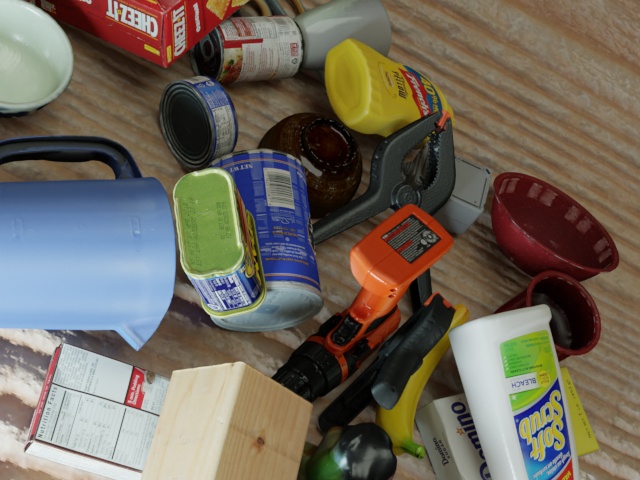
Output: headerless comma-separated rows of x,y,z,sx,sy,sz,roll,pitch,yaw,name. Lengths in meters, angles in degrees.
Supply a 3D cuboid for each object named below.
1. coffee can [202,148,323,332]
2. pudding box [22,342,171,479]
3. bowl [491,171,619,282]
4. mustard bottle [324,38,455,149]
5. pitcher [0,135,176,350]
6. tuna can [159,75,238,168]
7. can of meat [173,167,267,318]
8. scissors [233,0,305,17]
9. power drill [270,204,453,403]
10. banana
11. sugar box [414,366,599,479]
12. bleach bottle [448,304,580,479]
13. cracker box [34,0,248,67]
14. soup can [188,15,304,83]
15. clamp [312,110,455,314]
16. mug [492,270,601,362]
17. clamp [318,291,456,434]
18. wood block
-0.056,0.001,0.986,0.102,0.103,0.140,6,61,-27,coffee can
-0.177,0.145,0.880,0.113,0.039,0.090,21,57,-16,pudding box
0.244,-0.003,1.169,0.162,0.055,0.162,24,31,-15,bowl
0.087,-0.148,1.156,0.191,0.058,0.096,13,55,-49,mustard bottle
-0.248,0.002,0.866,0.242,0.145,0.149,0,26,-26,pitcher
-0.117,-0.115,1.028,0.033,0.086,0.086,-22,76,-38,tuna can
-0.085,0.001,0.886,0.057,0.084,0.102,-13,64,3,can of meat
-0.098,-0.303,1.187,0.202,0.016,0.096,46,52,0,scissors
0.032,0.064,0.950,0.057,0.188,0.184,42,47,11,power drill
0.093,0.137,1.021,0.037,0.070,0.197,63,34,-33,banana
0.186,0.188,1.055,0.175,0.048,0.093,-8,69,-34,sugar box
0.199,0.192,0.996,0.102,0.068,0.251,-8,78,-33,bleach bottle
-0.155,-0.278,1.067,0.164,0.072,0.213,26,48,19,cracker box
-0.076,-0.198,1.108,0.102,0.069,0.068,-10,70,-34,soup can
0.087,-0.032,1.081,0.164,0.036,0.210,37,77,-19,clamp
0.224,0.097,1.104,0.093,0.082,0.117,40,52,-5,mug
0.065,0.114,0.986,0.039,0.120,0.171,52,46,-6,clamp
-0.085,0.210,0.834,0.090,0.090,0.206,37,55,-36,wood block
